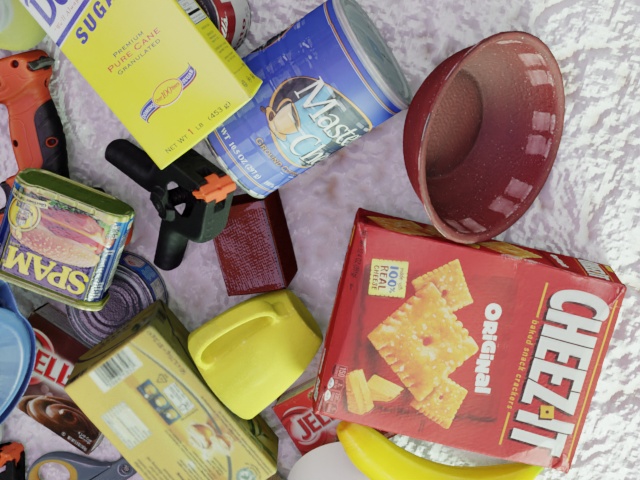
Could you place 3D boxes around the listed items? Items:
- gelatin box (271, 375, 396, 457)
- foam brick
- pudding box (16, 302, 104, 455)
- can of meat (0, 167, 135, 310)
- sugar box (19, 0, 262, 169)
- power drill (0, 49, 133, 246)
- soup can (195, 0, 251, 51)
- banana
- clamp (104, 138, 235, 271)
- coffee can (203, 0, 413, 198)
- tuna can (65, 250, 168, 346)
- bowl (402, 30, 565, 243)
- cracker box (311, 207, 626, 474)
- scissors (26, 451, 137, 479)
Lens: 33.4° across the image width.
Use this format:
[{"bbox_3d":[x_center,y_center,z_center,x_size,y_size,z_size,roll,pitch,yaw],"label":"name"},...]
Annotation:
[{"bbox_3d":[0.013,0.152,0.928,0.089,0.030,0.073,-29,97,17],"label":"gelatin box"},{"bbox_3d":[-0.056,0.001,0.890,0.051,0.053,0.078,-11,101,14],"label":"foam brick"},{"bbox_3d":[-0.229,0.124,0.964,0.113,0.039,0.090,33,107,1],"label":"pudding box"},{"bbox_3d":[-0.209,-0.002,0.865,0.102,0.057,0.084,21,104,-2],"label":"can of meat"},{"bbox_3d":[-0.132,-0.148,0.754,0.093,0.048,0.176,-36,104,21],"label":"sugar box"},{"bbox_3d":[-0.270,-0.058,0.915,0.184,0.057,0.187,-14,105,11],"label":"power drill"},{"bbox_3d":[-0.097,-0.170,0.825,0.068,0.102,0.068,3,105,10],"label":"soup can"},{"bbox_3d":[0.099,0.191,0.895,0.197,0.037,0.070,10,98,-18],"label":"banana"},{"bbox_3d":[-0.122,-0.042,0.857,0.120,0.039,0.172,57,149,-5],"label":"clamp"},{"bbox_3d":[-0.014,-0.111,0.824,0.140,0.102,0.103,-31,97,17],"label":"coffee can"},{"bbox_3d":[-0.180,0.054,0.938,0.086,0.033,0.086,3,105,10],"label":"tuna can"},{"bbox_3d":[0.113,-0.082,0.804,0.055,0.161,0.162,26,114,44],"label":"bowl"},{"bbox_3d":[0.113,0.079,0.851,0.213,0.072,0.164,13,104,0],"label":"cracker box"},{"bbox_3d":[-0.198,0.201,0.991,0.096,0.016,0.202,42,108,-2],"label":"scissors"}]
